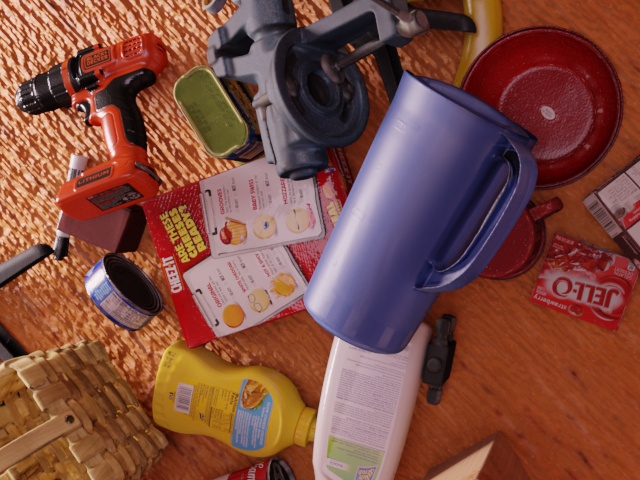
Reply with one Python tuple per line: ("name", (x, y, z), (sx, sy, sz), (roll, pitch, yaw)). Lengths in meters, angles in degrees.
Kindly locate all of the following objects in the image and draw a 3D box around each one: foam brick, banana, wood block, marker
("foam brick", (-0.236, -0.023, 1.167), (0.078, 0.053, 0.051), (21, 97, 15))
("banana", (0.148, -0.226, 1.064), (0.070, 0.037, 0.198), (2, 92, 15))
("wood block", (0.143, 0.255, 0.990), (0.091, 0.206, 0.090), (-32, 84, 13))
("marker", (-0.282, -0.036, 1.196), (0.020, 0.020, 0.121), (14, 95, 14))

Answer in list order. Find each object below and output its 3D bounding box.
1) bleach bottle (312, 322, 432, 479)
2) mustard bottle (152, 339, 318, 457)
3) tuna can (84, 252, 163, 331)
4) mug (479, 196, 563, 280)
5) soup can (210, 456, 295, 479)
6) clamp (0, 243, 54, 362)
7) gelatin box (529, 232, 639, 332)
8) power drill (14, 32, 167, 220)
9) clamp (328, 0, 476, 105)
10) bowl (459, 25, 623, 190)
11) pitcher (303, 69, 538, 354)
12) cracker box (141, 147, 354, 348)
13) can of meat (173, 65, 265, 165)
("bleach bottle", (0.033, 0.194, 1.064), (0.103, 0.068, 0.251), (15, 82, 14))
("mustard bottle", (-0.079, 0.176, 1.125), (0.192, 0.058, 0.096), (16, 105, 14))
("tuna can", (-0.211, 0.056, 1.145), (0.034, 0.086, 0.086), (-42, 81, 14))
("mug", (0.181, -0.010, 1.037), (0.117, 0.081, 0.093), (-26, 85, 15))
("soup can", (-0.081, 0.275, 1.122), (0.102, 0.068, 0.068), (-22, 86, 18))
("clamp", (-0.393, 0.083, 1.221), (0.210, 0.036, 0.164), (1, 98, 19))
("gelatin box", (0.259, 0.040, 1.043), (0.089, 0.030, 0.073), (21, 97, 14))
("power drill", (-0.244, -0.119, 1.134), (0.185, 0.057, 0.187), (-18, 64, 18))
("clamp", (0.064, -0.207, 1.081), (0.172, 0.039, 0.120), (38, 108, 25))
("bowl", (0.212, -0.123, 1.021), (0.162, 0.055, 0.162), (1, 102, 5))
("pitcher", (0.087, -0.017, 0.959), (0.145, 0.149, 0.243), (28, 104, 4))
("cracker box", (-0.057, 0.001, 1.109), (0.214, 0.072, 0.164), (-19, 86, 16))
("can of meat", (-0.100, -0.130, 1.110), (0.057, 0.083, 0.102), (-34, 83, 13))
